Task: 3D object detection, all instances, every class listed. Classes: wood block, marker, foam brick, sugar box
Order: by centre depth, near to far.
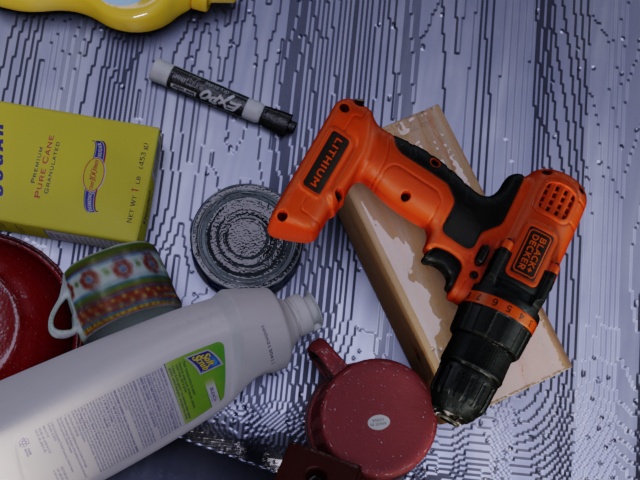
[{"bbox_3d":[-0.010,0.182,0.697,0.053,0.051,0.078,17,62,13],"label":"foam brick"},{"bbox_3d":[0.086,0.020,0.778,0.090,0.091,0.206,-24,80,-8],"label":"wood block"},{"bbox_3d":[-0.213,-0.051,0.798,0.176,0.048,0.093,9,76,-3],"label":"sugar box"},{"bbox_3d":[-0.075,-0.111,0.833,0.121,0.020,0.020,23,77,1],"label":"marker"}]

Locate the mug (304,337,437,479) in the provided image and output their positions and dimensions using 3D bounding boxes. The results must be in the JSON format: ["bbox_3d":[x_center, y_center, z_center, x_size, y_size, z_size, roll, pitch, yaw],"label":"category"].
[{"bbox_3d":[0.030,0.118,0.756,0.093,0.081,0.117,-33,82,-10],"label":"mug"}]

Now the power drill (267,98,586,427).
[{"bbox_3d":[0.063,0.006,0.705,0.187,0.057,0.184,28,74,1],"label":"power drill"}]

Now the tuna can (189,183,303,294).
[{"bbox_3d":[-0.055,0.001,0.802,0.086,0.034,0.086,1,77,-4],"label":"tuna can"}]

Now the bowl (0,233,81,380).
[{"bbox_3d":[-0.256,0.066,0.764,0.162,0.055,0.162,1,77,-3],"label":"bowl"}]

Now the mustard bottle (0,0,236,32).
[{"bbox_3d":[-0.158,-0.213,0.831,0.191,0.058,0.096,11,76,-1],"label":"mustard bottle"}]

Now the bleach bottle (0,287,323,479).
[{"bbox_3d":[-0.114,0.104,0.753,0.250,0.102,0.068,-23,39,-15],"label":"bleach bottle"}]
